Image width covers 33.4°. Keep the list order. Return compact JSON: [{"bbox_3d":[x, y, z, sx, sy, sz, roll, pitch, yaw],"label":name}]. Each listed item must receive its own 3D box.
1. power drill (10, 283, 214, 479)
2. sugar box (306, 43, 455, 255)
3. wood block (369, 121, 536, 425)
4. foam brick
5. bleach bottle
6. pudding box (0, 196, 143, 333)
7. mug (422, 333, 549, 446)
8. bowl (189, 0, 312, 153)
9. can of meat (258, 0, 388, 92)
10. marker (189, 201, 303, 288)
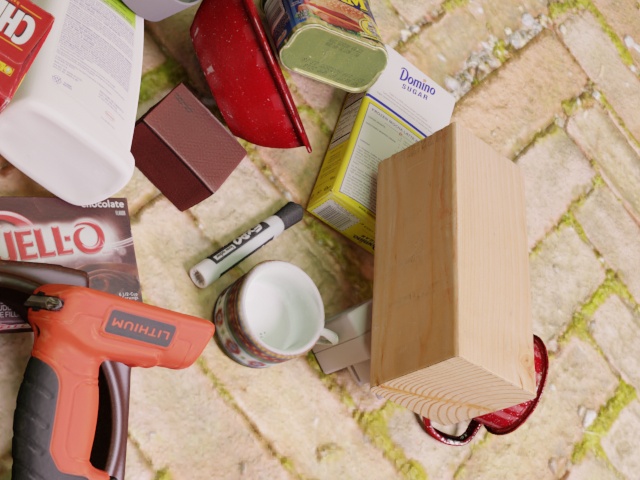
[{"bbox_3d":[-0.120,0.128,0.610,0.184,0.057,0.187,21,76,-34],"label":"power drill"},{"bbox_3d":[0.057,-0.079,0.946,0.093,0.048,0.176,34,53,-22],"label":"sugar box"},{"bbox_3d":[0.101,0.025,0.831,0.090,0.090,0.206,29,50,-34],"label":"wood block"},{"bbox_3d":[-0.107,-0.071,0.825,0.078,0.051,0.053,47,52,-12],"label":"foam brick"},{"bbox_3d":[-0.169,-0.151,0.785,0.102,0.068,0.250,40,39,-35],"label":"bleach bottle"},{"bbox_3d":[-0.186,0.016,0.745,0.113,0.039,0.090,-1,72,-35],"label":"pudding box"},{"bbox_3d":[0.126,0.118,0.902,0.081,0.093,0.117,25,97,-20],"label":"mug"},{"bbox_3d":[-0.061,-0.135,0.845,0.055,0.162,0.162,-22,85,2],"label":"bowl"},{"bbox_3d":[0.004,-0.181,0.920,0.101,0.058,0.084,14,41,-30],"label":"can of meat"},{"bbox_3d":[-0.056,0.001,0.854,0.120,0.020,0.020,-36,95,-38],"label":"marker"}]
